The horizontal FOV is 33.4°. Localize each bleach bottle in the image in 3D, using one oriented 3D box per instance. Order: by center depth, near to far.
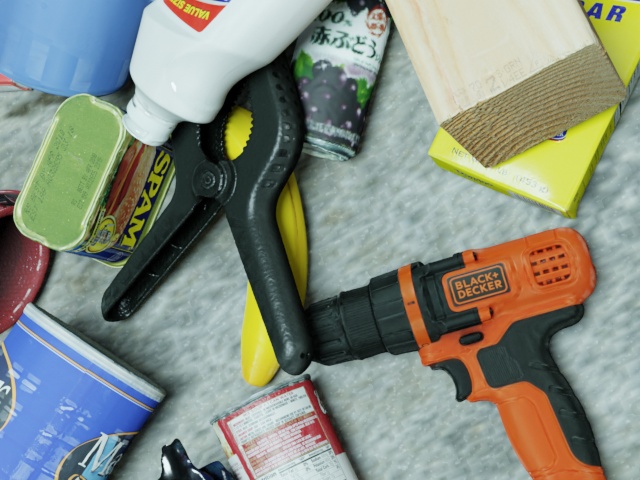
[{"bbox_3d":[-0.031,-0.147,0.581,0.251,0.067,0.103,-50,54,26],"label":"bleach bottle"}]

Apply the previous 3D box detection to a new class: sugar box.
[{"bbox_3d":[0.144,-0.110,0.639,0.093,0.048,0.176,24,92,18],"label":"sugar box"}]

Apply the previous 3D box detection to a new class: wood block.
[{"bbox_3d":[0.082,-0.158,0.599,0.090,0.090,0.206,-27,68,19],"label":"wood block"}]

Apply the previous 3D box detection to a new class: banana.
[{"bbox_3d":[-0.041,-0.009,0.684,0.070,0.037,0.198,-23,76,30],"label":"banana"}]

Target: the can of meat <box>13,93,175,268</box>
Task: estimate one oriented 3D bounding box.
[{"bbox_3d":[-0.142,-0.038,0.687,0.057,0.084,0.102,23,89,16],"label":"can of meat"}]

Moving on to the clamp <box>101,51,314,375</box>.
[{"bbox_3d":[-0.050,-0.027,0.644,0.165,0.036,0.210,19,96,34],"label":"clamp"}]

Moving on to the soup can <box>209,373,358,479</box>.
[{"bbox_3d":[-0.015,0.140,0.640,0.068,0.068,0.102,-28,78,10],"label":"soup can"}]

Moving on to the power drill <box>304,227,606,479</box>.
[{"bbox_3d":[0.088,0.099,0.623,0.184,0.057,0.188,-18,79,12],"label":"power drill"}]

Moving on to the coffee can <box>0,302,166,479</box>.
[{"bbox_3d":[-0.176,0.124,0.654,0.103,0.103,0.140,31,81,16],"label":"coffee can"}]

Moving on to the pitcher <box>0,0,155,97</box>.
[{"bbox_3d":[-0.125,-0.208,0.643,0.149,0.144,0.243,52,129,40],"label":"pitcher"}]

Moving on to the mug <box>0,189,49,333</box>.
[{"bbox_3d":[-0.232,0.001,0.702,0.082,0.093,0.117,22,46,22],"label":"mug"}]
